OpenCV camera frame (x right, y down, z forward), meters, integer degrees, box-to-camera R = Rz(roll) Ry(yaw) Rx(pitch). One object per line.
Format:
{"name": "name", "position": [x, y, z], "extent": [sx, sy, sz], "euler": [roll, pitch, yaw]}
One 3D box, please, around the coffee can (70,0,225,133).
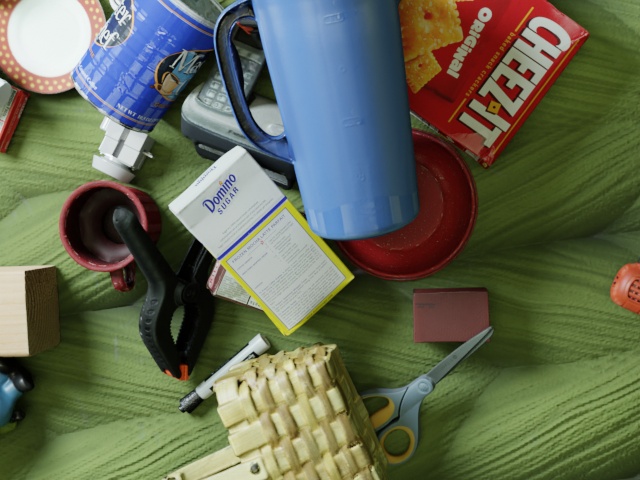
{"name": "coffee can", "position": [-0.170, -0.194, 1.075], "extent": [0.103, 0.102, 0.140], "euler": [42, 109, 3]}

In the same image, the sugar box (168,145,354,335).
{"name": "sugar box", "position": [-0.057, 0.001, 1.049], "extent": [0.093, 0.048, 0.176], "euler": [-42, 110, -5]}

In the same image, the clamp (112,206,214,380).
{"name": "clamp", "position": [-0.140, 0.042, 1.105], "extent": [0.036, 0.164, 0.210], "euler": [17, 119, 37]}

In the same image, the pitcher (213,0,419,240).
{"name": "pitcher", "position": [0.011, -0.126, 0.981], "extent": [0.149, 0.144, 0.243], "euler": [4, 113, 40]}

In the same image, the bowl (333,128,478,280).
{"name": "bowl", "position": [0.080, -0.037, 1.090], "extent": [0.162, 0.055, 0.162], "euler": [0, 93, 7]}

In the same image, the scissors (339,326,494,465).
{"name": "scissors", "position": [0.111, 0.167, 1.093], "extent": [0.202, 0.016, 0.096], "euler": [-27, 99, 23]}

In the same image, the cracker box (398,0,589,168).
{"name": "cracker box", "position": [0.131, -0.199, 1.066], "extent": [0.214, 0.072, 0.164], "euler": [37, 96, 4]}

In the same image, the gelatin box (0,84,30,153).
{"name": "gelatin box", "position": [-0.369, -0.144, 1.153], "extent": [0.089, 0.030, 0.073], "euler": [24, 94, 6]}

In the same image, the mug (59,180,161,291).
{"name": "mug", "position": [-0.212, -0.005, 1.115], "extent": [0.093, 0.081, 0.117], "euler": [-13, 91, 7]}

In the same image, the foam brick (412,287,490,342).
{"name": "foam brick", "position": [0.133, 0.076, 1.091], "extent": [0.078, 0.051, 0.053], "euler": [-1, 92, 7]}

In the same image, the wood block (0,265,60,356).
{"name": "wood block", "position": [-0.394, 0.075, 1.137], "extent": [0.206, 0.090, 0.090], "euler": [-2, 93, 7]}

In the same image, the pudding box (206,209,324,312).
{"name": "pudding box", "position": [-0.054, 0.016, 1.101], "extent": [0.090, 0.039, 0.113], "euler": [22, 97, -23]}

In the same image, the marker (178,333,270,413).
{"name": "marker", "position": [-0.105, 0.144, 1.141], "extent": [0.121, 0.020, 0.020], "euler": [-40, 88, 8]}
